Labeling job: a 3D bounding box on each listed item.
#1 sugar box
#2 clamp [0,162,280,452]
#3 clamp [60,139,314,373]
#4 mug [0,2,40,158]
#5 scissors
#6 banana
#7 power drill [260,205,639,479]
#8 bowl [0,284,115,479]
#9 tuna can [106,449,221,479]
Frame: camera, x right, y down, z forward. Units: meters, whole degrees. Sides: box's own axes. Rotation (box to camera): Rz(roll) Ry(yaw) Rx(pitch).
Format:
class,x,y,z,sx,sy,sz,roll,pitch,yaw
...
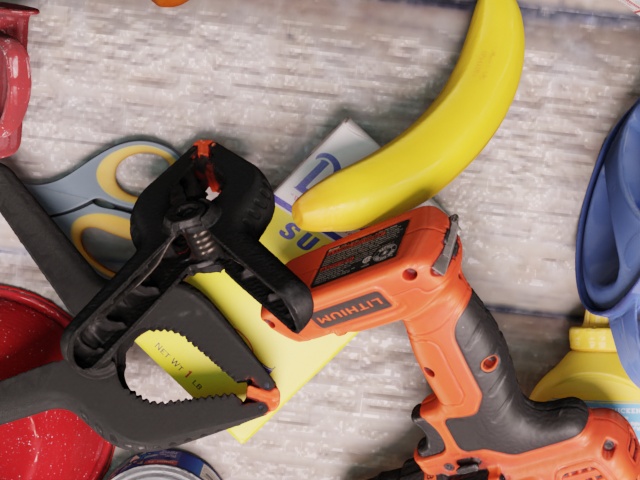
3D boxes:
class,x,y,z,sx,sy,sz,roll,pitch,yaw
sugar box,-0.014,0.022,0.614,0.093,0.048,0.176,44,98,-4
clamp,-0.127,0.066,0.578,0.210,0.036,0.164,23,82,4
clamp,-0.054,0.001,0.546,0.120,0.171,0.039,-1,129,11
mug,-0.194,-0.087,0.574,0.117,0.093,0.081,17,106,36
scissors,-0.163,-0.040,0.624,0.201,0.016,0.096,28,96,-3
banana,0.061,-0.069,0.578,0.069,0.037,0.197,36,71,-5
power drill,0.050,0.084,0.566,0.185,0.057,0.187,-24,115,28
bowl,-0.203,0.109,0.626,0.162,0.055,0.162,0,98,2
tuna can,-0.096,0.170,0.643,0.086,0.034,0.086,0,98,1
